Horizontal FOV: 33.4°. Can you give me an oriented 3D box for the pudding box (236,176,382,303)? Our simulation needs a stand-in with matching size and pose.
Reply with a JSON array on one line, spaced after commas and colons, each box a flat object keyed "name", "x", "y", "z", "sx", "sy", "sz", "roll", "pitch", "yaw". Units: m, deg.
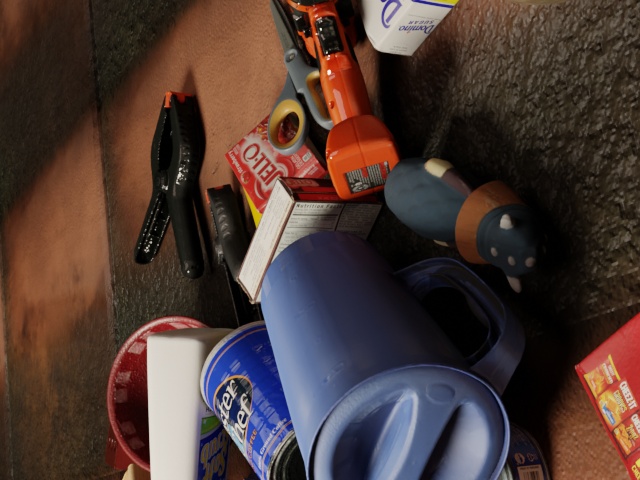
[{"name": "pudding box", "x": -0.010, "y": 0.001, "z": 0.898, "sx": 0.039, "sy": 0.089, "sz": 0.114, "roll": 55, "pitch": 133, "yaw": 43}]

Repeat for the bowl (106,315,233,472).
[{"name": "bowl", "x": -0.136, "y": 0.157, "z": 1.084, "sx": 0.162, "sy": 0.055, "sz": 0.162, "roll": -3, "pitch": 83, "yaw": 25}]

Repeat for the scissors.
[{"name": "scissors", "x": -0.034, "y": -0.149, "z": 0.986, "sx": 0.096, "sy": 0.016, "sz": 0.202, "roll": -46, "pitch": 44, "yaw": 8}]

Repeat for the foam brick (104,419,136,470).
[{"name": "foam brick", "x": -0.215, "y": 0.235, "z": 1.226, "sx": 0.078, "sy": 0.051, "sz": 0.053, "roll": 163, "pitch": 115, "yaw": -70}]

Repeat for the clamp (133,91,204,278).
[{"name": "clamp", "x": -0.161, "y": -0.059, "z": 1.193, "sx": 0.165, "sy": 0.036, "sz": 0.210, "roll": 21, "pitch": 106, "yaw": 57}]

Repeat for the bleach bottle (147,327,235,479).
[{"name": "bleach bottle", "x": -0.119, "y": 0.210, "z": 0.995, "sx": 0.068, "sy": 0.102, "sz": 0.251, "roll": 0, "pitch": 90, "yaw": 20}]

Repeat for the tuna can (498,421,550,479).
[{"name": "tuna can", "x": 0.117, "y": 0.169, "z": 0.738, "sx": 0.086, "sy": 0.033, "sz": 0.086, "roll": -6, "pitch": 83, "yaw": 58}]

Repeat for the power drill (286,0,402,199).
[{"name": "power drill", "x": 0.013, "y": -0.139, "z": 0.829, "sx": 0.184, "sy": 0.057, "sz": 0.187, "roll": 58, "pitch": -162, "yaw": -70}]

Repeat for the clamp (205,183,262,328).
[{"name": "clamp", "x": -0.083, "y": 0.006, "z": 1.036, "sx": 0.120, "sy": 0.039, "sz": 0.171, "roll": 103, "pitch": 151, "yaw": -57}]

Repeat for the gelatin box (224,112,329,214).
[{"name": "gelatin box", "x": -0.040, "y": -0.071, "z": 0.979, "sx": 0.073, "sy": 0.030, "sz": 0.089, "roll": -41, "pitch": 47, "yaw": 11}]

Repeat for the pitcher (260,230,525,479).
[{"name": "pitcher", "x": 0.038, "y": 0.080, "z": 0.761, "sx": 0.243, "sy": 0.149, "sz": 0.145, "roll": -119, "pitch": 27, "yaw": -62}]

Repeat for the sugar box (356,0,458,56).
[{"name": "sugar box", "x": 0.086, "y": -0.229, "z": 0.802, "sx": 0.177, "sy": 0.048, "sz": 0.093, "roll": -45, "pitch": 52, "yaw": 46}]

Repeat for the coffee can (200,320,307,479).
[{"name": "coffee can", "x": -0.029, "y": 0.146, "z": 0.907, "sx": 0.140, "sy": 0.102, "sz": 0.103, "roll": 44, "pitch": 124, "yaw": 50}]
